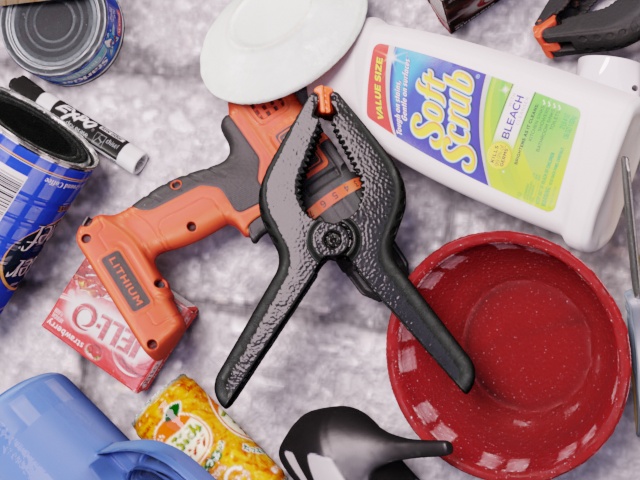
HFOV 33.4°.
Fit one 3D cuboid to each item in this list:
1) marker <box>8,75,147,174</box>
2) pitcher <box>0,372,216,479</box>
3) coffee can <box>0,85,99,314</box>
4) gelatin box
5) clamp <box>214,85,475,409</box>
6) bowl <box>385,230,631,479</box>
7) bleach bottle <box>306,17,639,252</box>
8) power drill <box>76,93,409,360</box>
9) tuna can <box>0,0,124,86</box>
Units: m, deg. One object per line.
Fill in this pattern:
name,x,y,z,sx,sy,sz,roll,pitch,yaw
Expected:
marker,-0.182,-0.087,0.792,0.121,0.020,0.020,32,93,11
pitcher,-0.135,0.201,0.714,0.149,0.145,0.243,-41,77,-14
coffee can,-0.236,-0.025,0.746,0.103,0.102,0.140,38,103,10
gelatin box,-0.144,0.056,0.772,0.089,0.030,0.073,34,94,10
clamp,0.000,0.008,0.685,0.164,0.036,0.210,-11,83,1
bowl,0.126,0.073,0.696,0.162,0.055,0.162,2,94,28
bleach bottle,0.080,-0.081,0.702,0.251,0.068,0.102,22,105,28
power drill,-0.055,0.001,0.731,0.187,0.057,0.184,-34,81,-7
tuna can,-0.191,-0.159,0.789,0.086,0.033,0.086,-1,87,10
